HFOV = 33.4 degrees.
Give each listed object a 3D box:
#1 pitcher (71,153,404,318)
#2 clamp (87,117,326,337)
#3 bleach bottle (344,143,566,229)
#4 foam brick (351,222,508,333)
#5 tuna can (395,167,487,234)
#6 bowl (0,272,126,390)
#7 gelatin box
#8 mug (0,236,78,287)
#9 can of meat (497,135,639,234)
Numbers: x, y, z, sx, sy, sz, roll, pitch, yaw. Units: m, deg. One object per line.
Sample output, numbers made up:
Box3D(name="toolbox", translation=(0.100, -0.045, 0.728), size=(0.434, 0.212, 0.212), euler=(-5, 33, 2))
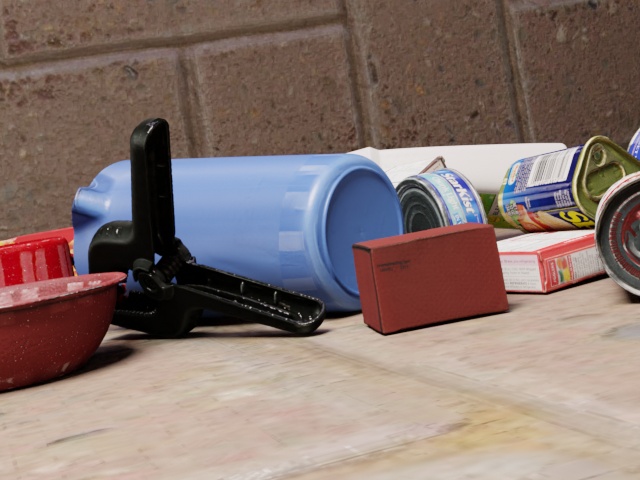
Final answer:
Box3D(name="pitcher", translation=(-0.055, 0.001, 0.803), size=(0.243, 0.145, 0.149), euler=(-1, 20, 40))
Box3D(name="clamp", translation=(-0.095, 0.024, 0.714), size=(0.036, 0.164, 0.210), euler=(-47, 5, -37))
Box3D(name="bleach bottle", translation=(0.107, -0.050, 1.025), size=(0.250, 0.068, 0.103), euler=(0, -26, -6))
Box3D(name="foam brick", translation=(0.064, 0.021, 0.637), size=(0.078, 0.053, 0.051), euler=(-9, 4, -8))
Box3D(name="tuna can", translation=(0.085, -0.009, 0.785), size=(0.033, 0.086, 0.086), euler=(-13, 5, -25))
Box3D(name="bowl", translation=(-0.199, 0.061, 0.677), size=(0.162, 0.055, 0.162), euler=(-9, 4, 0))
Box3D(name="gelatin box", translation=(0.144, 0.015, 0.717), size=(0.073, 0.030, 0.089), euler=(-13, 5, -32))
Box3D(name="mug", translation=(-0.223, 0.041, 0.835), size=(0.093, 0.081, 0.117), euler=(-7, 5, 37))
Box3D(name="can of meat", translation=(0.190, -0.025, 0.757), size=(0.102, 0.057, 0.084), euler=(29, -18, -25))
